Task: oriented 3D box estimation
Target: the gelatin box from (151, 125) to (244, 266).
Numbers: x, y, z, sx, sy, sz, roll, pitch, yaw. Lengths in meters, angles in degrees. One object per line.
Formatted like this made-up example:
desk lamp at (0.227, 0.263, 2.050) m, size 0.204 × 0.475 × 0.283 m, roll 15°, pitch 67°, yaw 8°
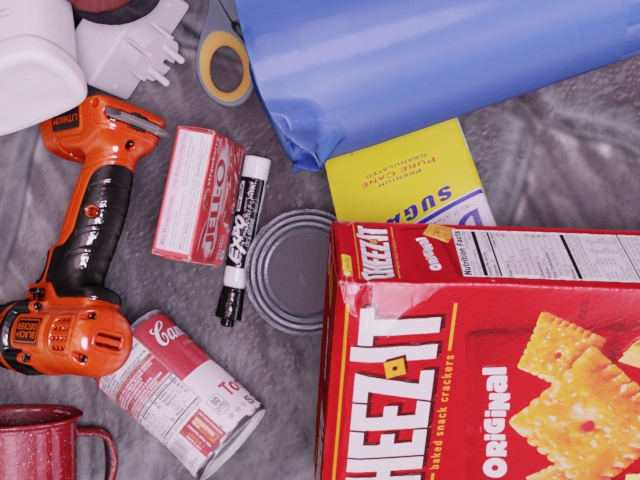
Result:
gelatin box at (-0.081, -0.028, 0.730) m, size 0.030 × 0.073 × 0.089 m, roll 10°, pitch 88°, yaw 12°

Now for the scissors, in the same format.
scissors at (-0.085, -0.178, 0.770) m, size 0.096 × 0.016 × 0.202 m, roll -47°, pitch 73°, yaw 10°

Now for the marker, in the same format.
marker at (-0.055, 0.001, 0.750) m, size 0.020 × 0.020 × 0.121 m, roll 10°, pitch 89°, yaw 13°

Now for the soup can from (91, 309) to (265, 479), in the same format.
soup can at (-0.096, 0.106, 0.728) m, size 0.102 × 0.068 × 0.068 m, roll 41°, pitch 95°, yaw 11°

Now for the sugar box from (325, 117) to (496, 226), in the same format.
sugar box at (0.057, -0.021, 0.668) m, size 0.093 × 0.048 × 0.176 m, roll -22°, pitch 44°, yaw 9°

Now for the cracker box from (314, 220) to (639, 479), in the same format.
cracker box at (0.107, 0.079, 0.582) m, size 0.213 × 0.072 × 0.164 m, roll 2°, pitch 118°, yaw -3°

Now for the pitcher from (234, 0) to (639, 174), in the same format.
pitcher at (0.072, -0.143, 0.647) m, size 0.243 × 0.145 × 0.149 m, roll -16°, pitch 98°, yaw 4°

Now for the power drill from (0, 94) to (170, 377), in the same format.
power drill at (-0.176, 0.001, 0.734) m, size 0.185 × 0.057 × 0.187 m, roll -2°, pitch 75°, yaw 47°

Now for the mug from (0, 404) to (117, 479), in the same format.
mug at (-0.200, 0.161, 0.744) m, size 0.117 × 0.093 × 0.081 m, roll -1°, pitch 91°, yaw -24°

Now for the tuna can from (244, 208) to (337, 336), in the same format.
tuna can at (-0.007, 0.022, 0.731) m, size 0.086 × 0.033 × 0.086 m, roll -1°, pitch 86°, yaw 12°

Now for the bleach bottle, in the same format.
bleach bottle at (-0.219, -0.196, 0.743) m, size 0.103 × 0.068 × 0.251 m, roll -19°, pitch 59°, yaw 16°
